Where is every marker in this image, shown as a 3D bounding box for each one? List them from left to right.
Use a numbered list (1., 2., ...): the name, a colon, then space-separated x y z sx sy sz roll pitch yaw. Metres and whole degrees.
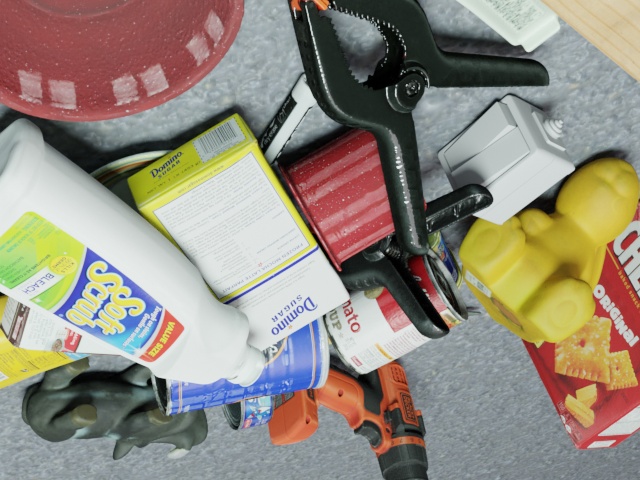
1. marker: -0.033 -0.073 0.776 0.020 0.020 0.121 4 142 -33

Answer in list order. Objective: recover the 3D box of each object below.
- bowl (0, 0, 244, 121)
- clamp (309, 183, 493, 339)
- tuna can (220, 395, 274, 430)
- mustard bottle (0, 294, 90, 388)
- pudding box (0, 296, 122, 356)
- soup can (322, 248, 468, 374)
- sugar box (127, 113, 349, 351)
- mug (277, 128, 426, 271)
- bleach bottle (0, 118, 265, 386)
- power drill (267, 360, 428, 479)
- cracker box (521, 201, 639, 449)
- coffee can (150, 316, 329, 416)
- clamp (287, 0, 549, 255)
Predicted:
1. bowl: -0.126 -0.139 0.591 0.162 0.055 0.162 -14 148 -9
2. clamp: 0.054 0.015 0.841 0.172 0.120 0.039 -1 154 47
3. tuna can: -0.073 0.135 1.011 0.033 0.086 0.086 -8 147 -20
4. mustard bottle: -0.211 0.065 0.856 0.191 0.058 0.096 -19 149 1
5. pudding box: -0.167 0.037 0.784 0.113 0.039 0.090 8 110 -38
6. soup can: 0.061 0.059 0.882 0.102 0.068 0.068 -30 147 16
7. sugar box: -0.055 0.001 0.778 0.093 0.048 0.176 -30 134 0
8. mug: 0.026 -0.037 0.807 0.081 0.093 0.117 -30 -179 1
9. bleach bottle: -0.129 0.028 0.716 0.103 0.068 0.250 -35 127 26
10. power drill: 0.031 0.186 1.073 0.187 0.184 0.057 26 127 -37
11. cracker box: 0.305 0.088 1.067 0.071 0.164 0.214 2 143 -34
12. coffee can: -0.074 0.089 0.924 0.140 0.103 0.103 -8 147 -17
13. clamp: 0.050 -0.093 0.711 0.209 0.036 0.164 30 90 -35
